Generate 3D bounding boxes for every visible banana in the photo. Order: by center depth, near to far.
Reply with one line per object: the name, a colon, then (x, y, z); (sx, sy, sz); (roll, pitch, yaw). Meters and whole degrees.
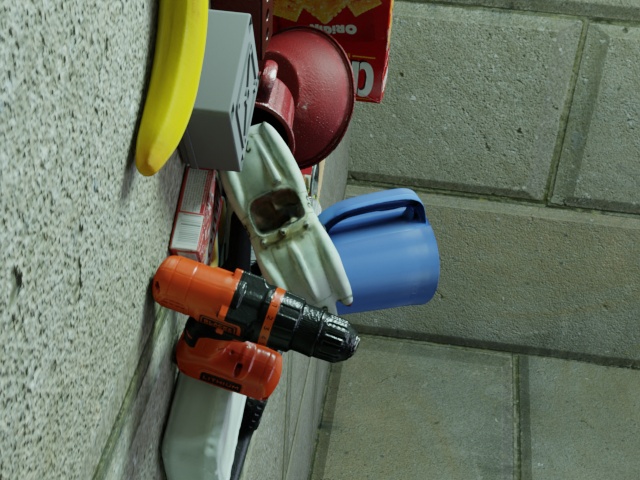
banana: (-0.114, -0.147, 0.813); (0.069, 0.037, 0.198); (-3, 99, -68)

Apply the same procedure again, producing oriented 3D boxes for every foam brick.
foam brick: (-0.076, -0.224, 1.048); (0.053, 0.051, 0.078); (-78, 173, -45)

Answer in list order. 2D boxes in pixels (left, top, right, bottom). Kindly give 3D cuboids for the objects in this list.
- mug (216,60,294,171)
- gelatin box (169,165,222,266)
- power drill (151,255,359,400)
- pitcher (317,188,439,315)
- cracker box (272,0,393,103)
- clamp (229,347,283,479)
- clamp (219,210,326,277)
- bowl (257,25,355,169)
mug: (-0.066, -0.127, 1.069); (0.081, 0.093, 0.117); (-85, -169, -54)
gelatin box: (-0.115, -0.016, 1.009); (0.073, 0.030, 0.089); (87, 11, -66)
power drill: (-0.063, 0.088, 0.976); (0.188, 0.184, 0.057); (108, 4, -63)
pitcher: (0.016, 0.024, 1.305); (0.145, 0.242, 0.149); (174, -92, -66)
cracker box: (0.006, -0.282, 1.294); (0.072, 0.164, 0.214); (-73, 169, -56)
clamp: (-0.089, 0.211, 1.236); (0.164, 0.036, 0.210); (-101, -148, -70)
clamp: (-0.082, 0.032, 1.112); (0.171, 0.120, 0.039); (-50, -137, 14)
bowl: (-0.043, -0.157, 1.159); (0.055, 0.162, 0.162); (0, 98, -55)
